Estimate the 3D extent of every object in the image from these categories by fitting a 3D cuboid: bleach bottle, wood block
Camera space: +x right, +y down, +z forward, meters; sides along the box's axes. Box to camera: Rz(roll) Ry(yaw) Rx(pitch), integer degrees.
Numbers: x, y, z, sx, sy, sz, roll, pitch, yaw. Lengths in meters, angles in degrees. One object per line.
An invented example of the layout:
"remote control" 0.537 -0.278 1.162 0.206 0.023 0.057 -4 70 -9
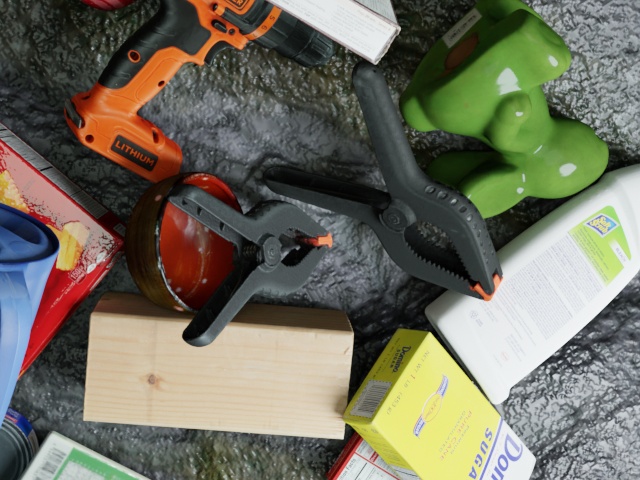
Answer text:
"bleach bottle" 0.215 0.023 0.897 0.251 0.068 0.102 -36 100 -1
"wood block" -0.082 0.101 0.876 0.206 0.090 0.091 5 98 -4

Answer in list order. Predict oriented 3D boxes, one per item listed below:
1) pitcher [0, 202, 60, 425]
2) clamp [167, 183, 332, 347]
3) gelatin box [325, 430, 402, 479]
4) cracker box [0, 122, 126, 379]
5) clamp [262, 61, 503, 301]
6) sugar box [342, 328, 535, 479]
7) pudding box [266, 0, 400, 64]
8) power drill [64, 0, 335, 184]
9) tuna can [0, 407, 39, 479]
"pitcher" -0.278 0.096 0.769 0.145 0.149 0.243 18 105 -1
"clamp" -0.055 0.001 0.835 0.039 0.171 0.120 5 109 35
"gelatin box" 0.060 0.201 0.927 0.089 0.030 0.073 33 96 -7
"cracker box" -0.284 -0.007 0.859 0.213 0.072 0.164 40 94 -7
"clamp" 0.056 -0.026 0.850 0.210 0.165 0.036 46 49 -9
"sugar box" 0.102 0.163 0.874 0.176 0.048 0.093 47 64 -25
"pudding box" 0.001 -0.190 0.799 0.113 0.090 0.039 25 121 -20
"power drill" -0.098 -0.136 0.842 0.184 0.057 0.188 29 102 -36
"tuna can" -0.283 0.182 0.903 0.086 0.034 0.086 0 98 -3
